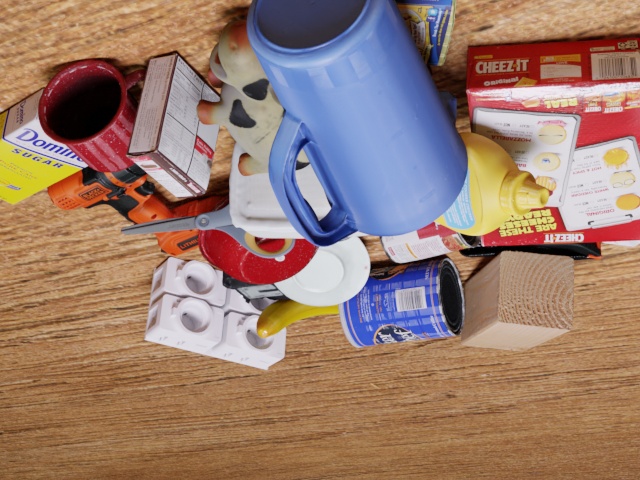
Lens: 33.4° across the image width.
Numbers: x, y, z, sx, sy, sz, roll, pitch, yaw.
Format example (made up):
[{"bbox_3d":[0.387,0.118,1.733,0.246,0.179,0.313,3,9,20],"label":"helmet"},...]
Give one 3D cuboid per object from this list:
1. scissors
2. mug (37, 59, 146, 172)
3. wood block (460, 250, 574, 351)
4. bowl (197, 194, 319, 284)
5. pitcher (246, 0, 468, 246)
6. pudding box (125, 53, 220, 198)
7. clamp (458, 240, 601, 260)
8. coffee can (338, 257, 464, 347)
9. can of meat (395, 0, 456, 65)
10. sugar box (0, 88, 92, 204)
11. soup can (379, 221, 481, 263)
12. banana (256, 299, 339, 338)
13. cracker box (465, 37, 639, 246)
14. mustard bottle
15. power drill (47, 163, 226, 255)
[{"bbox_3d":[-0.115,-0.006,1.184,0.202,0.096,0.016,-22,176,6],"label":"scissors"},{"bbox_3d":[-0.209,-0.126,1.058,0.117,0.093,0.081,-37,153,-1],"label":"mug"},{"bbox_3d":[0.244,0.080,1.347,0.091,0.090,0.206,5,167,-3],"label":"wood block"},{"bbox_3d":[-0.058,0.002,1.244,0.162,0.055,0.162,-16,143,-13],"label":"bowl"},{"bbox_3d":[0.025,-0.107,0.859,0.145,0.149,0.242,-9,149,17],"label":"pitcher"},{"bbox_3d":[-0.139,-0.110,1.035,0.039,0.113,0.090,-7,151,28],"label":"pudding box"},{"bbox_3d":[0.259,-0.002,1.279,0.171,0.039,0.120,1,168,-3],"label":"clamp"},{"bbox_3d":[0.107,0.083,1.403,0.140,0.103,0.102,-9,151,24],"label":"coffee can"},{"bbox_3d":[0.068,-0.192,0.905,0.084,0.057,0.102,3,153,-2],"label":"can of meat"},{"bbox_3d":[-0.318,-0.098,1.160,0.177,0.048,0.093,-18,146,39],"label":"sugar box"},{"bbox_3d":[0.127,-0.015,1.243,0.102,0.068,0.068,-14,149,33],"label":"soup can"},{"bbox_3d":[-0.024,0.095,1.453,0.197,0.037,0.070,-12,-164,-41],"label":"banana"},{"bbox_3d":[0.229,-0.090,1.024,0.164,0.072,0.213,-2,139,12],"label":"cracker box"},{"bbox_3d":[0.126,-0.054,0.990,0.192,0.058,0.096,15,123,44],"label":"mustard bottle"},{"bbox_3d":[-0.188,-0.056,1.219,0.185,0.057,0.187,-19,144,34],"label":"power drill"}]
